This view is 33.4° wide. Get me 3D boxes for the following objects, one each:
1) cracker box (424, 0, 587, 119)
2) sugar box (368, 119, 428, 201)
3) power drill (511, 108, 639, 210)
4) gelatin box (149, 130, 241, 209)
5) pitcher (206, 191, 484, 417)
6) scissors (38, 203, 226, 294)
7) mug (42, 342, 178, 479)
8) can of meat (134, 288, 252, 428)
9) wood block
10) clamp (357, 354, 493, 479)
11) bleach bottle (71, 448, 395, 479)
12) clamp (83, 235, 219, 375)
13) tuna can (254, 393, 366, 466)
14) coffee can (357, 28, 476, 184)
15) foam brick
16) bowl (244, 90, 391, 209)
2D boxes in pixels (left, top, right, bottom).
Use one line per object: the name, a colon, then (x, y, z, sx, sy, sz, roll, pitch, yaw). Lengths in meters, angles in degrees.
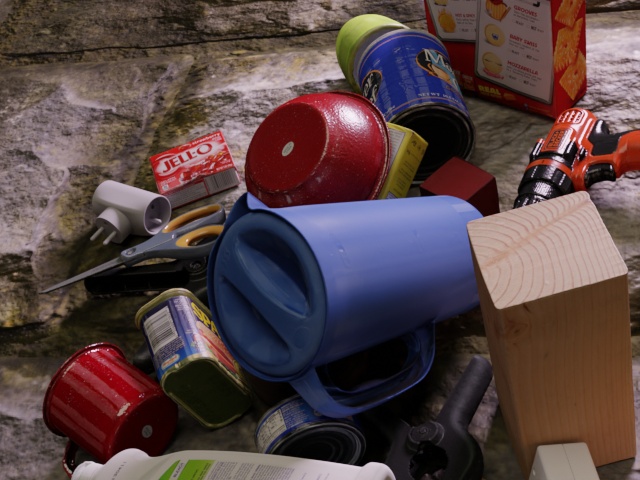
cracker box: (0.191, -0.248, 1.116, 0.164, 0.213, 0.072, 24, 52, 36)
sugar box: (0.025, -0.031, 1.017, 0.093, 0.048, 0.176, 20, 85, 34)
power drill: (0.280, -0.063, 0.988, 0.188, 0.057, 0.184, 2, 42, 33)
gelatin box: (-0.141, -0.078, 1.186, 0.089, 0.030, 0.073, -21, 42, -4)
pitcher: (0.040, 0.037, 0.878, 0.242, 0.149, 0.145, -10, 25, -44)
scissors: (-0.172, 0.019, 1.052, 0.201, 0.016, 0.096, -31, 31, -23)
mug: (-0.183, 0.158, 0.919, 0.082, 0.093, 0.117, 28, 89, 33)
can of meat: (-0.108, 0.104, 0.930, 0.057, 0.102, 0.084, -34, 45, 5)
wood block: (0.173, 0.077, 0.787, 0.091, 0.206, 0.090, -15, 42, 3)
clamp: (0.094, 0.154, 0.834, 0.120, 0.039, 0.171, -28, 32, 7)
bleach bottle: (-0.074, 0.196, 0.796, 0.251, 0.068, 0.102, 6, 43, 27)
clamp: (-0.127, 0.035, 1.057, 0.209, 0.036, 0.165, -32, 42, -19)
tuna can: (-0.008, 0.160, 0.849, 0.086, 0.086, 0.034, -20, 44, -3)
coffee can: (0.098, -0.142, 1.118, 0.103, 0.103, 0.140, -14, 43, 4)
foam brick: (0.133, -0.028, 1.007, 0.051, 0.078, 0.053, -37, 46, -22)
bowl: (-0.016, -0.077, 0.997, 0.162, 0.055, 0.162, -15, 63, 30)
